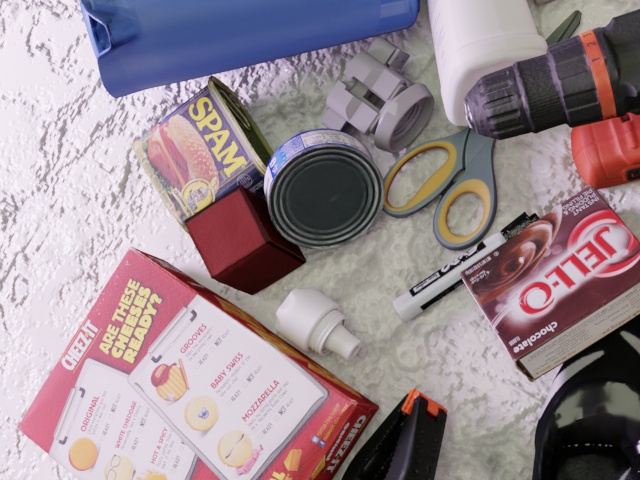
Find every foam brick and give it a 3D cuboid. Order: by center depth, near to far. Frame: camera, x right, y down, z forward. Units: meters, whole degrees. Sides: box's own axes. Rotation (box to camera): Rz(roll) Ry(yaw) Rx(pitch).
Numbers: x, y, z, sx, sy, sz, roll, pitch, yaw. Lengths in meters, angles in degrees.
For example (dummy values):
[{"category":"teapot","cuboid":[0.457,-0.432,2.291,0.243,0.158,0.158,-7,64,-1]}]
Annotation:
[{"category":"foam brick","cuboid":[-0.055,0.001,0.793,0.051,0.078,0.053,-33,69,10]}]

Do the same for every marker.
[{"category":"marker","cuboid":[0.106,0.018,0.766,0.121,0.020,0.020,-35,71,9]}]

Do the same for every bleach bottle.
[{"category":"bleach bottle","cuboid":[0.098,-0.214,0.767,0.068,0.102,0.251,-10,70,-3]}]

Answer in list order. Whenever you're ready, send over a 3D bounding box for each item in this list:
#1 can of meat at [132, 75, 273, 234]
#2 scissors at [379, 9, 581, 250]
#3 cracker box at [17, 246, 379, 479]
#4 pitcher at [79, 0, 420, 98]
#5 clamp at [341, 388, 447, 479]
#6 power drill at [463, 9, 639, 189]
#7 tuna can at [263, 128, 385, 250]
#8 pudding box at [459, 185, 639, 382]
[{"category":"can of meat","cuboid":[-0.086,-0.061,0.828,0.084,0.057,0.102,-36,70,11]},{"category":"scissors","cuboid":[0.134,-0.072,0.778,0.202,0.016,0.096,-37,72,8]},{"category":"cracker box","cuboid":[-0.091,0.130,0.783,0.214,0.072,0.164,32,90,22]},{"category":"pitcher","cuboid":[-0.054,-0.196,0.798,0.243,0.145,0.149,-10,70,2]},{"category":"clamp","cuboid":[0.020,0.199,0.724,0.036,0.165,0.210,34,68,-16]},{"category":"power drill","cuboid":[0.190,-0.084,0.669,0.184,0.187,0.057,-14,76,14]},{"category":"tuna can","cuboid":[0.002,-0.038,0.778,0.086,0.086,0.034,-34,31,9]},{"category":"pudding box","cuboid":[0.163,0.028,0.717,0.113,0.039,0.090,-37,42,10]}]
